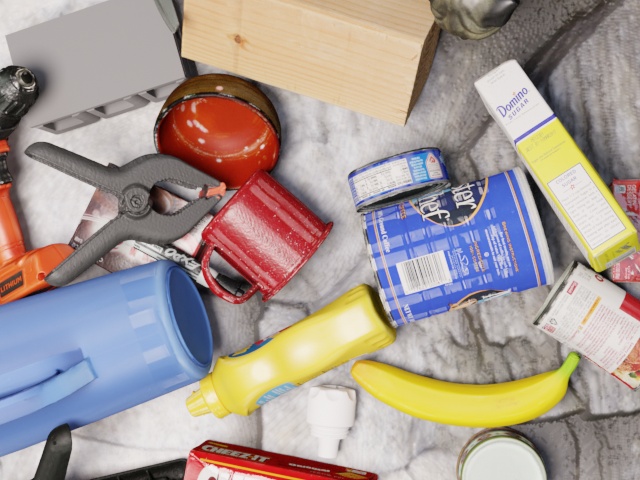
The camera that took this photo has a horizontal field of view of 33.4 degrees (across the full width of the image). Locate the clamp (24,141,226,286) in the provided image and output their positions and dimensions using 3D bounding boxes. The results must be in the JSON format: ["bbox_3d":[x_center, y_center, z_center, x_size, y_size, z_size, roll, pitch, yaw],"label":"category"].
[{"bbox_3d":[-0.166,-0.022,0.913,0.171,0.039,0.120,0,96,-20],"label":"clamp"}]

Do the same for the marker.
[{"bbox_3d":[-0.121,0.020,0.944,0.121,0.020,0.020,29,92,2],"label":"marker"}]

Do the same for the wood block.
[{"bbox_3d":[-0.006,-0.185,0.917,0.206,0.090,0.091,19,135,8],"label":"wood block"}]

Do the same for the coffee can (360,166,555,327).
[{"bbox_3d":[0.115,0.006,0.902,0.140,0.102,0.103,-17,86,8],"label":"coffee can"}]

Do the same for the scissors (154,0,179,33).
[{"bbox_3d":[-0.135,-0.250,0.942,0.096,0.016,0.202,-36,48,-10],"label":"scissors"}]

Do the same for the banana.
[{"bbox_3d":[0.126,0.130,0.925,0.198,0.037,0.069,-5,103,14],"label":"banana"}]

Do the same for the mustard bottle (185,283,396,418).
[{"bbox_3d":[-0.030,0.104,0.925,0.192,0.096,0.058,-28,85,7],"label":"mustard bottle"}]

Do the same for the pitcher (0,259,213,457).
[{"bbox_3d":[-0.222,0.105,0.906,0.243,0.145,0.149,-19,55,10],"label":"pitcher"}]

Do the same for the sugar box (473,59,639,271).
[{"bbox_3d":[0.196,-0.061,0.880,0.048,0.093,0.176,-31,73,10],"label":"sugar box"}]

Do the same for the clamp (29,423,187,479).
[{"bbox_3d":[-0.239,0.225,0.941,0.210,0.164,0.036,-29,53,15],"label":"clamp"}]

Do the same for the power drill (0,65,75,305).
[{"bbox_3d":[-0.277,-0.044,0.952,0.185,0.057,0.187,-27,84,44],"label":"power drill"}]

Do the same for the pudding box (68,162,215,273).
[{"bbox_3d":[-0.161,-0.007,0.977,0.113,0.039,0.090,27,92,8],"label":"pudding box"}]

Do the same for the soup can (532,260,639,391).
[{"bbox_3d":[0.239,0.071,0.899,0.102,0.068,0.068,33,93,9],"label":"soup can"}]

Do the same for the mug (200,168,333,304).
[{"bbox_3d":[-0.056,0.001,0.920,0.081,0.093,0.117,42,71,-6],"label":"mug"}]

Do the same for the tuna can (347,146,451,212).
[{"bbox_3d":[0.067,-0.052,0.920,0.086,0.086,0.034,-16,84,8],"label":"tuna can"}]
